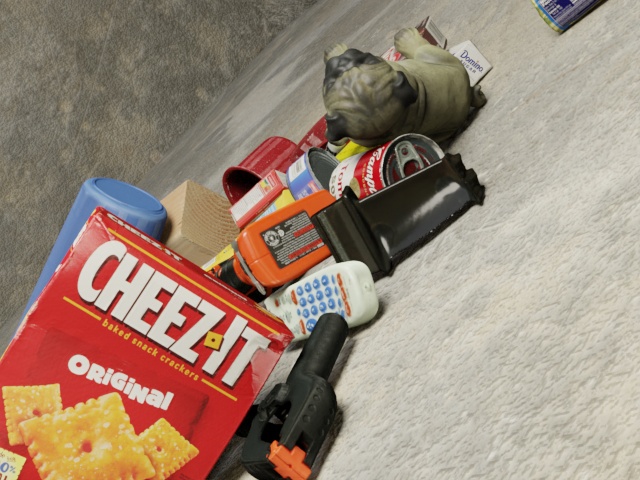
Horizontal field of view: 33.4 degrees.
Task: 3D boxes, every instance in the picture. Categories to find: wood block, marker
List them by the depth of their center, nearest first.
[{"bbox_3d":[0.009,-0.085,1.209,0.020,0.020,0.121,-50,-8,-25],"label":"marker"},{"bbox_3d":[-0.202,0.018,1.397,0.206,0.090,0.091,-32,42,39],"label":"wood block"}]

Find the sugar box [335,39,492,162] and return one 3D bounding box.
[{"bbox_3d":[0.096,-0.135,1.139,0.176,0.048,0.093,-49,14,-18],"label":"sugar box"}]

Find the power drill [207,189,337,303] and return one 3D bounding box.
[{"bbox_3d":[-0.046,0.019,0.962,0.184,0.057,0.188,-31,-4,-33],"label":"power drill"}]

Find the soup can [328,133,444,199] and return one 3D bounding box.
[{"bbox_3d":[0.058,-0.051,0.940,0.068,0.068,0.102,-49,15,-23],"label":"soup can"}]

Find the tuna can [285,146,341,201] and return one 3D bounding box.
[{"bbox_3d":[0.006,-0.049,1.052,0.034,0.086,0.086,-40,14,24],"label":"tuna can"}]

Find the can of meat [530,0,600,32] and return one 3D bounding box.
[{"bbox_3d":[0.252,-0.258,1.034,0.084,0.057,0.102,-38,13,34],"label":"can of meat"}]

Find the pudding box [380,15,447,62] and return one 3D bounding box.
[{"bbox_3d":[0.087,-0.185,1.136,0.090,0.039,0.113,-36,13,27],"label":"pudding box"}]

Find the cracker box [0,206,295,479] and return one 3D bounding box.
[{"bbox_3d":[-0.143,0.109,0.742,0.213,0.164,0.072,-57,12,-1],"label":"cracker box"}]

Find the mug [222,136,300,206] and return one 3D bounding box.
[{"bbox_3d":[-0.063,-0.069,1.342,0.081,0.093,0.117,-47,-24,-34],"label":"mug"}]

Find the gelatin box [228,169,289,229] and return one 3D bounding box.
[{"bbox_3d":[-0.049,-0.040,1.208,0.073,0.030,0.089,-40,-27,20],"label":"gelatin box"}]

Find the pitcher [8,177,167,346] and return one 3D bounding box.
[{"bbox_3d":[-0.285,0.046,1.311,0.243,0.149,0.145,-65,-5,14],"label":"pitcher"}]

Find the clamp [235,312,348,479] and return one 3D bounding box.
[{"bbox_3d":[-0.029,0.123,0.737,0.120,0.039,0.171,-51,8,19],"label":"clamp"}]

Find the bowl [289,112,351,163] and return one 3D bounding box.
[{"bbox_3d":[0.040,-0.131,1.270,0.162,0.055,0.162,-41,14,12],"label":"bowl"}]
